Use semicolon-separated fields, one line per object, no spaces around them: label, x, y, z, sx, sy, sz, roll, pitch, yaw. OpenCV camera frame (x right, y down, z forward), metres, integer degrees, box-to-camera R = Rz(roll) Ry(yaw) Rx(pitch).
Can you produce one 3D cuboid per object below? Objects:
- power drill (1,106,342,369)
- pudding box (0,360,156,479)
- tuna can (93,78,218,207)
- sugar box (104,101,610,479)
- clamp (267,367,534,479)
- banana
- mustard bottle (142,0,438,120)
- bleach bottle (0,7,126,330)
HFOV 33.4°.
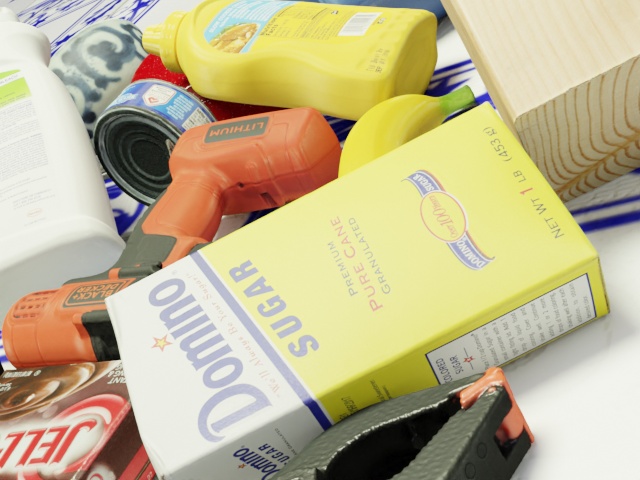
power drill;-0.054;0.001;0.558;0.185;0.057;0.187;-5;33;30
pudding box;-0.122;0.097;0.473;0.114;0.039;0.090;-11;31;37
tuna can;-0.106;-0.061;0.701;0.086;0.086;0.033;-10;33;38
sugar box;0.010;0.025;0.413;0.176;0.048;0.093;-26;49;0
clamp;-0.005;0.101;0.335;0.171;0.039;0.120;-30;26;0
banana;0.041;-0.035;0.546;0.070;0.037;0.197;-20;26;21
mustard bottle;-0.029;-0.120;0.680;0.192;0.058;0.096;10;40;22
bleach bottle;-0.193;-0.066;0.697;0.102;0.068;0.251;-22;53;4
